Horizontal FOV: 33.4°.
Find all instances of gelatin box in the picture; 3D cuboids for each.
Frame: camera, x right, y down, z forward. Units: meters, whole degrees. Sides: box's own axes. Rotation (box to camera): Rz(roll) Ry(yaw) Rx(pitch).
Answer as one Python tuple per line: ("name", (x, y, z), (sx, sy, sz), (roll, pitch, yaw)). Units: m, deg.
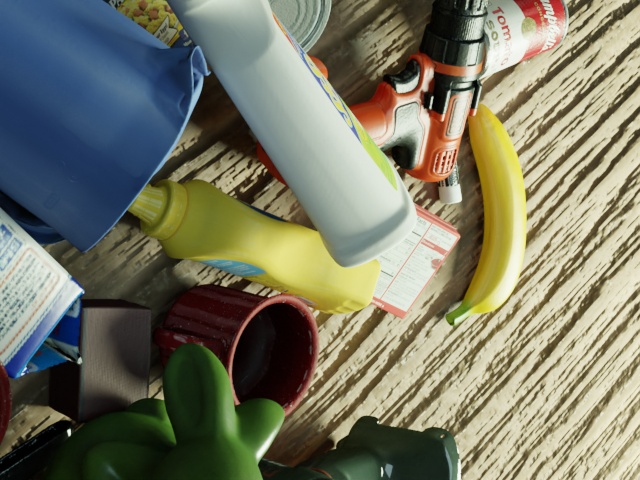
("gelatin box", (0.061, 0.011, 0.873), (0.073, 0.030, 0.089), (26, 102, -35))

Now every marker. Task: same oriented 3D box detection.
("marker", (0.105, -0.092, 0.921), (0.020, 0.020, 0.121), (-17, 103, -34))

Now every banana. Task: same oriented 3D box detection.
("banana", (0.154, -0.020, 0.952), (0.069, 0.037, 0.198), (4, 91, -38))

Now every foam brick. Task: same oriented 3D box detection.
("foam brick", (-0.151, 0.080, 0.728), (0.051, 0.053, 0.078), (0, 95, -36))

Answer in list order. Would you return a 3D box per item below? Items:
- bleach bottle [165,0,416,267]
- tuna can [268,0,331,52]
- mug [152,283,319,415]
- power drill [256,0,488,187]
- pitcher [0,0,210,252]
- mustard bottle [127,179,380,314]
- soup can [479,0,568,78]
("bleach bottle", (-0.029, -0.099, 0.680), (0.068, 0.102, 0.250), (-31, 125, 9))
("tuna can", (-0.035, -0.170, 0.779), (0.086, 0.034, 0.086), (-23, 138, -23))
("mug", (-0.069, 0.076, 0.757), (0.117, 0.082, 0.093), (9, 91, -50))
("power drill", (0.047, -0.119, 0.821), (0.187, 0.057, 0.184), (-13, 126, -31))
("pitcher", (-0.200, -0.105, 0.616), (0.242, 0.145, 0.149), (36, 83, -15))
("mustard bottle", (-0.055, 0.000, 0.764), (0.191, 0.096, 0.058), (22, 84, -35))
("soup can", (0.154, -0.182, 0.921), (0.102, 0.069, 0.068), (-25, 108, -31))
